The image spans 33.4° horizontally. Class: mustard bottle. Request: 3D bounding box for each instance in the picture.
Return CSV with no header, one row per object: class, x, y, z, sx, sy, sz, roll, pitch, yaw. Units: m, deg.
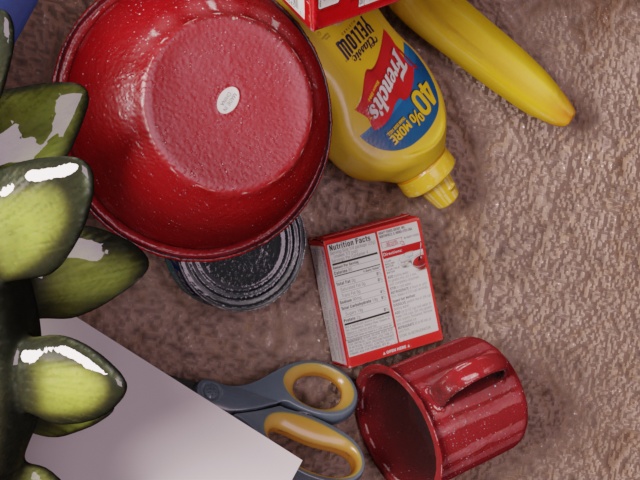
mustard bottle,0.028,-0.096,0.688,0.191,0.058,0.096,50,55,-18

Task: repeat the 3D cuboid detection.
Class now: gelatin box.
gelatin box,0.037,0.033,0.713,0.073,0.030,0.089,-15,97,-22

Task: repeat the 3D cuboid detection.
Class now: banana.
banana,0.099,-0.134,0.716,0.197,0.070,0.037,27,117,-40

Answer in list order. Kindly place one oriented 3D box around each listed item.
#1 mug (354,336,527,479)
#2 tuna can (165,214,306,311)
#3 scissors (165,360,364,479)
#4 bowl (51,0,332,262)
mug,0.084,0.106,0.694,0.081,0.117,0.093,-18,62,-28
tuna can,-0.054,0.001,0.668,0.086,0.034,0.086,-1,91,-25
scissors,-0.057,0.088,0.673,0.201,0.016,0.096,30,44,-2
bowl,-0.056,-0.068,0.560,0.161,0.055,0.162,0,90,-24
